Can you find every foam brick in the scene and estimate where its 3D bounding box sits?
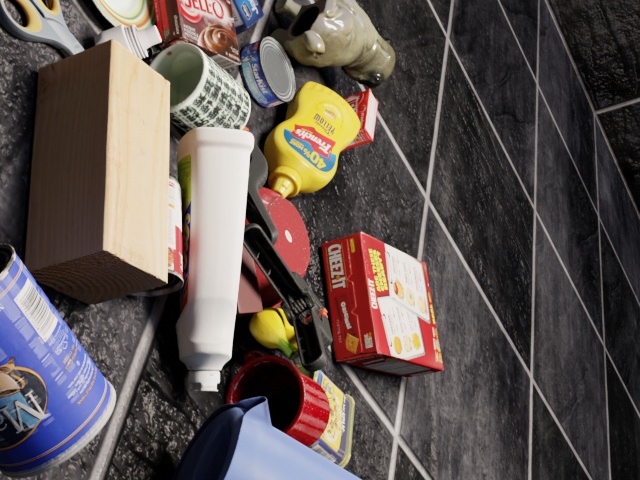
[{"bbox_3d":[-0.101,0.044,1.129,0.052,0.051,0.078,7,69,-64],"label":"foam brick"}]

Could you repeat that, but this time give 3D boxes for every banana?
[{"bbox_3d":[-0.045,0.104,1.190,0.069,0.037,0.197,52,4,6],"label":"banana"}]

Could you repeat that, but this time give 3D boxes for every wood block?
[{"bbox_3d":[-0.195,-0.059,0.951,0.090,0.091,0.206,35,45,-53],"label":"wood block"}]

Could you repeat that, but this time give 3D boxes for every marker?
[{"bbox_3d":[-0.168,-0.218,1.182,0.020,0.020,0.121,69,26,-11],"label":"marker"}]

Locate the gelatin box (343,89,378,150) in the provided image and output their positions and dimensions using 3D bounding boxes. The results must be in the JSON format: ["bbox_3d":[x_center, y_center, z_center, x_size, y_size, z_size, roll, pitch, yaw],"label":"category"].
[{"bbox_3d":[0.040,-0.168,1.511,0.030,0.073,0.089,53,33,-38],"label":"gelatin box"}]

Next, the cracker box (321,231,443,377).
[{"bbox_3d":[0.085,0.094,1.456,0.213,0.072,0.164,22,56,-58],"label":"cracker box"}]

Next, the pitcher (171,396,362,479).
[{"bbox_3d":[-0.020,0.268,0.981,0.242,0.149,0.145,31,41,-18],"label":"pitcher"}]

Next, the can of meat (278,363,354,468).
[{"bbox_3d":[-0.008,0.202,1.220,0.084,0.058,0.102,49,35,-38],"label":"can of meat"}]

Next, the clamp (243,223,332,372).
[{"bbox_3d":[-0.027,0.063,1.146,0.164,0.036,0.210,63,5,8],"label":"clamp"}]

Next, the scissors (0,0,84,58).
[{"bbox_3d":[-0.245,-0.176,1.005,0.201,0.016,0.096,62,29,-23],"label":"scissors"}]

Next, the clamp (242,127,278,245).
[{"bbox_3d":[-0.106,-0.069,1.177,0.120,0.039,0.171,22,36,-27],"label":"clamp"}]

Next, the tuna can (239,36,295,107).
[{"bbox_3d":[-0.068,-0.214,1.364,0.086,0.034,0.086,41,41,-49],"label":"tuna can"}]

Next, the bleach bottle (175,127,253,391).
[{"bbox_3d":[-0.109,0.022,1.050,0.068,0.103,0.251,4,82,-19],"label":"bleach bottle"}]

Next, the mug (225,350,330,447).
[{"bbox_3d":[-0.047,0.168,1.138,0.117,0.093,0.081,56,9,31],"label":"mug"}]

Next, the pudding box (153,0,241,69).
[{"bbox_3d":[-0.138,-0.245,1.184,0.113,0.039,0.090,15,63,-61],"label":"pudding box"}]

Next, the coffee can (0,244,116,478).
[{"bbox_3d":[-0.230,0.088,0.781,0.140,0.103,0.102,61,29,-25],"label":"coffee can"}]

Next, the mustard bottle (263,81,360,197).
[{"bbox_3d":[-0.020,-0.116,1.354,0.096,0.058,0.191,40,46,-12],"label":"mustard bottle"}]

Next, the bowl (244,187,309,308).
[{"bbox_3d":[-0.058,0.002,1.236,0.162,0.055,0.162,40,41,-49],"label":"bowl"}]

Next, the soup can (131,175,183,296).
[{"bbox_3d":[-0.164,-0.006,1.009,0.068,0.069,0.102,33,46,-54],"label":"soup can"}]
